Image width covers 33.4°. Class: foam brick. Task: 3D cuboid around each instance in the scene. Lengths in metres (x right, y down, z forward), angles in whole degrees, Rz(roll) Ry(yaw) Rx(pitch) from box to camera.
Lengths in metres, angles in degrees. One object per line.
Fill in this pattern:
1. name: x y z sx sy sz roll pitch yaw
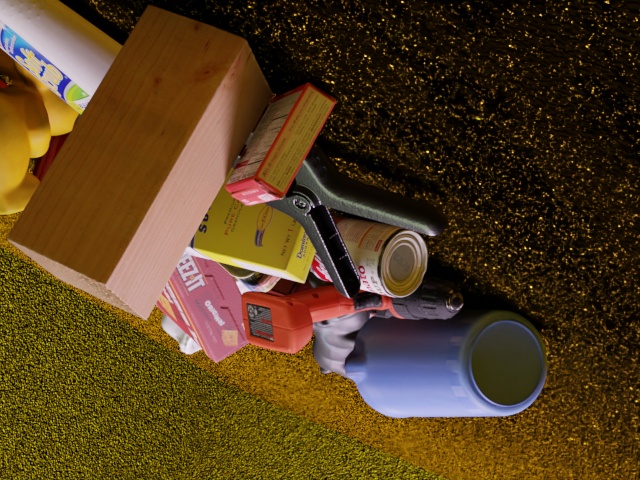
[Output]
1. foam brick: -0.029 0.060 1.394 0.053 0.051 0.078 16 163 37

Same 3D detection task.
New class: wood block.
1. wood block: -0.130 -0.059 0.800 0.090 0.206 0.090 23 166 20

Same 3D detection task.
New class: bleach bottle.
1. bleach bottle: -0.234 -0.172 0.899 0.250 0.068 0.103 37 164 -28

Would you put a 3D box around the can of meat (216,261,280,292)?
1. can of meat: -0.057 0.001 1.115 0.057 0.102 0.084 40 174 18

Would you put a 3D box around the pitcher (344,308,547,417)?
1. pitcher: 0.151 0.134 1.191 0.145 0.149 0.243 46 159 -13

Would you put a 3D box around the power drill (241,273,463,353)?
1. power drill: 0.028 0.068 1.094 0.187 0.057 0.185 -10 -173 -33

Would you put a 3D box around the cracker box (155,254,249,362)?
1. cracker box: -0.169 0.027 1.233 0.214 0.072 0.164 31 150 56

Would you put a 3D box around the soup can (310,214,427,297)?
1. soup can: 0.045 0.014 1.036 0.102 0.068 0.068 12 160 47

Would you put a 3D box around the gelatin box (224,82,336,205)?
1. gelatin box: -0.032 -0.071 0.812 0.030 0.089 0.073 32 166 -18

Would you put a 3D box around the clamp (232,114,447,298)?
1. clamp: -0.009 -0.036 0.933 0.210 0.036 0.165 35 143 -1

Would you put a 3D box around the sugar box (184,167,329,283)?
1. sugar box: -0.081 -0.023 1.046 0.176 0.093 0.048 12 167 30
